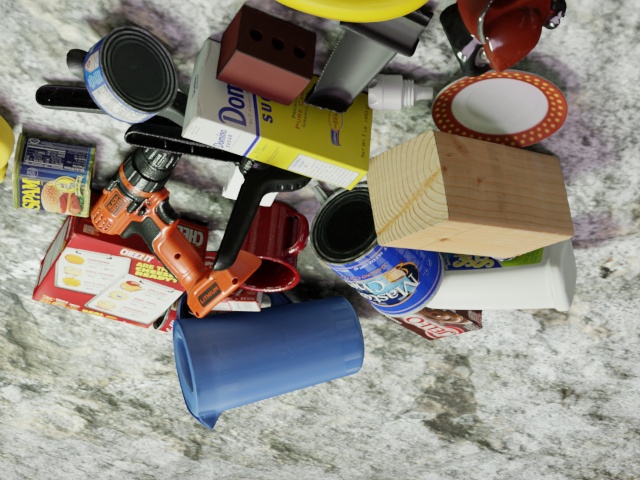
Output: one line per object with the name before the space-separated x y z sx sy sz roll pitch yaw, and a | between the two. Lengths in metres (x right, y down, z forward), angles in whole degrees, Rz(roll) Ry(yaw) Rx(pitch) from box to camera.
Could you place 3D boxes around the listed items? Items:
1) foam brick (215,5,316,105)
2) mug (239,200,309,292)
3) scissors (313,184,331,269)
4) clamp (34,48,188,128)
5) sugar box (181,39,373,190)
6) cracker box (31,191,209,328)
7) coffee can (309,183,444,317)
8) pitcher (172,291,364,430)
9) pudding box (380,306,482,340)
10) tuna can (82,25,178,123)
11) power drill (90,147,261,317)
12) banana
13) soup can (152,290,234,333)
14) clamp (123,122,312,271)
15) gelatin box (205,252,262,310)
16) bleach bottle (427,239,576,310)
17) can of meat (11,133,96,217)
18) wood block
foam brick | -0.049 -0.167 0.972 0.078 0.053 0.051 18 149 -22
mug | -0.058 0.002 1.252 0.093 0.081 0.117 28 144 -36
scissors | 0.011 -0.008 1.290 0.096 0.016 0.201 -14 146 31
clamp | -0.189 -0.142 1.051 0.171 0.039 0.120 10 168 -19
sugar box | -0.038 -0.119 1.015 0.176 0.093 0.048 17 149 -21
cracker box | -0.255 0.029 1.350 0.164 0.072 0.214 17 149 -21
coffee can | 0.067 0.013 1.226 0.103 0.103 0.140 -12 146 29
pitcher | -0.072 0.137 1.417 0.242 0.145 0.149 -11 127 -17
pudding box | 0.150 0.094 1.429 0.090 0.039 0.113 -19 143 38
tuna can | -0.175 -0.152 0.987 0.086 0.086 0.034 28 146 -35
power drill | -0.155 -0.017 1.181 0.187 0.057 0.185 47 136 -1
banana | 0.013 -0.217 0.880 0.198 0.037 0.070 3 108 0
soup can | -0.172 0.103 1.474 0.102 0.068 0.069 18 149 -23
clamp | -0.076 -0.084 1.040 0.164 0.209 0.036 50 148 5
gelatin box | -0.117 0.051 1.363 0.089 0.073 0.030 0 150 11
bleach bottle | 0.173 0.047 1.278 0.251 0.102 0.068 -7 115 23
can of meat | -0.296 -0.070 1.191 0.084 0.057 0.102 8 152 -11
wood block | 0.152 -0.041 1.064 0.205 0.090 0.091 5 160 -44
